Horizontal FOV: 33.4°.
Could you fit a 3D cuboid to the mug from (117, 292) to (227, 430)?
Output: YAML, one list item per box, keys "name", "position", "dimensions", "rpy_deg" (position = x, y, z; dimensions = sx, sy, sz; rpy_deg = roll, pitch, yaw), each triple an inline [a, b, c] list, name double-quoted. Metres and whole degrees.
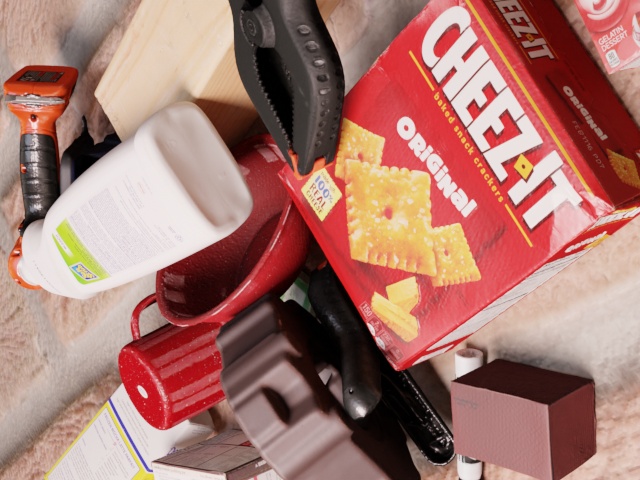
- name: "mug"
  position: [-0.125, 0.101, 0.923]
  dimensions: [0.093, 0.081, 0.117]
  rpy_deg: [-8, 105, 57]

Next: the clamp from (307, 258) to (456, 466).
- name: "clamp"
  position: [0.028, 0.072, 0.732]
  dimensions: [0.039, 0.120, 0.171]
  rpy_deg: [-37, 56, 8]

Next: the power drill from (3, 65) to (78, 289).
- name: "power drill"
  position: [-0.253, -0.065, 0.996]
  dimensions: [0.184, 0.057, 0.188]
  rpy_deg: [-108, 19, -71]

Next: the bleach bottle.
- name: "bleach bottle"
  position: [-0.165, -0.016, 0.824]
  dimensions: [0.251, 0.068, 0.102]
  rpy_deg: [-21, 106, 43]

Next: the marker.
- name: "marker"
  position: [0.103, 0.134, 0.737]
  dimensions: [0.020, 0.020, 0.121]
  rpy_deg: [14, 113, 46]

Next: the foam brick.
- name: "foam brick"
  position: [0.128, 0.112, 0.676]
  dimensions: [0.078, 0.051, 0.053]
  rpy_deg: [9, 109, 47]

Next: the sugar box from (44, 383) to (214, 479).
- name: "sugar box"
  position: [-0.181, 0.200, 1.004]
  dimensions: [0.176, 0.048, 0.093]
  rpy_deg: [-47, 55, 14]

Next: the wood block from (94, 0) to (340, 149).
- name: "wood block"
  position: [-0.079, -0.146, 0.792]
  dimensions: [0.090, 0.090, 0.206]
  rpy_deg: [59, 138, 15]

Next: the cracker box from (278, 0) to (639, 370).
- name: "cracker box"
  position: [0.082, -0.038, 0.660]
  dimensions: [0.214, 0.071, 0.164]
  rpy_deg: [-45, 70, 46]

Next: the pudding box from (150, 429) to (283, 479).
- name: "pudding box"
  position: [-0.076, 0.195, 0.908]
  dimensions: [0.114, 0.089, 0.039]
  rpy_deg: [-8, 97, 49]

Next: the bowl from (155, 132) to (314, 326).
- name: "bowl"
  position: [-0.055, 0.001, 0.809]
  dimensions: [0.162, 0.055, 0.162]
  rpy_deg: [-34, 40, 34]

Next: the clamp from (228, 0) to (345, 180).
- name: "clamp"
  position: [-0.034, -0.140, 0.644]
  dimensions: [0.165, 0.036, 0.210]
  rpy_deg: [28, 137, 49]
